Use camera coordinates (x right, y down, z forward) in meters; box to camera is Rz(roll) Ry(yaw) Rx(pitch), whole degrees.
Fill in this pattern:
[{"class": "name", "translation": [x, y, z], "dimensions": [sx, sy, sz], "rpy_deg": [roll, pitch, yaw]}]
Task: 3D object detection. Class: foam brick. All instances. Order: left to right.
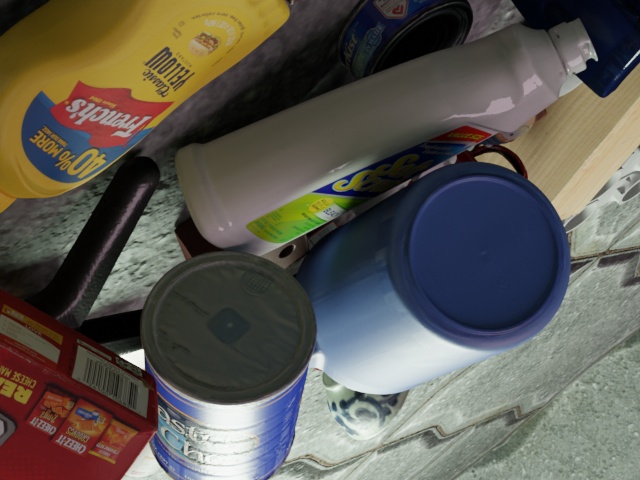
[{"class": "foam brick", "translation": [-0.055, 0.001, 0.753], "dimensions": [0.078, 0.051, 0.053], "rpy_deg": [-33, 159, -9]}]

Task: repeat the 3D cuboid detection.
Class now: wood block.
[{"class": "wood block", "translation": [0.227, -0.112, 0.908], "dimensions": [0.090, 0.091, 0.206], "rpy_deg": [-20, 153, -40]}]

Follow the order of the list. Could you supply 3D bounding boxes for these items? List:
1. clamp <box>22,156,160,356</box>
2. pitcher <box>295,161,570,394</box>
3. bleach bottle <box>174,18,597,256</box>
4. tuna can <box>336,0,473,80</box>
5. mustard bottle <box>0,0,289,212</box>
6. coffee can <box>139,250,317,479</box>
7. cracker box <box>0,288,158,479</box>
[{"class": "clamp", "translation": [-0.156, 0.063, 0.661], "dimensions": [0.209, 0.036, 0.164], "rpy_deg": [-44, 146, -15]}, {"class": "pitcher", "translation": [0.075, 0.023, 0.697], "dimensions": [0.243, 0.145, 0.149], "rpy_deg": [138, -30, -74]}, {"class": "bleach bottle", "translation": [0.044, -0.070, 0.649], "dimensions": [0.251, 0.068, 0.102], "rpy_deg": [-24, 163, 13]}, {"class": "tuna can", "translation": [0.054, -0.130, 0.676], "dimensions": [0.086, 0.034, 0.086], "rpy_deg": [-31, 159, -14]}, {"class": "mustard bottle", "translation": [-0.109, -0.075, 0.500], "dimensions": [0.191, 0.058, 0.096], "rpy_deg": [-38, 159, 5]}, {"class": "coffee can", "translation": [-0.060, 0.087, 0.674], "dimensions": [0.102, 0.103, 0.140], "rpy_deg": [-27, 153, -23]}, {"class": "cracker box", "translation": [-0.212, 0.126, 0.571], "dimensions": [0.214, 0.164, 0.072], "rpy_deg": [-53, -161, 13]}]
